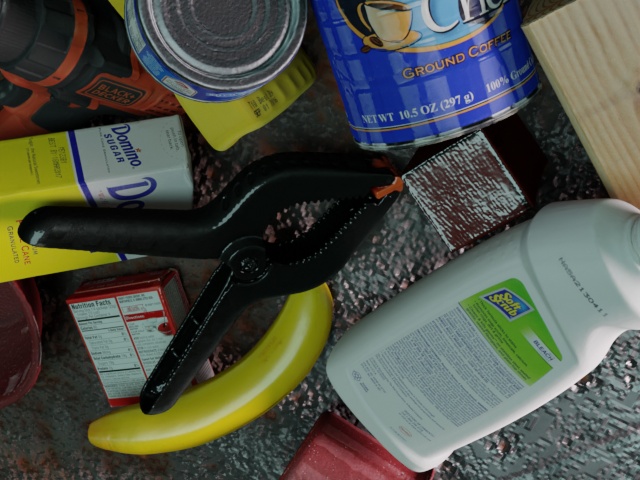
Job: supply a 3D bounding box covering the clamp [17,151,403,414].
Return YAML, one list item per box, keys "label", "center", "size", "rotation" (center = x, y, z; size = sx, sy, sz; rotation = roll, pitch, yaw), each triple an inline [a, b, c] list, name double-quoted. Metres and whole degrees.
- label: "clamp"
  center: [-0.054, 0.001, 0.611]
  size: [0.210, 0.036, 0.164]
  rotation: [-32, 130, 2]

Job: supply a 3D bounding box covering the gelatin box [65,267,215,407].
- label: "gelatin box"
  center: [-0.120, 0.066, 0.718]
  size: [0.073, 0.030, 0.089]
  rotation: [-9, 112, 22]

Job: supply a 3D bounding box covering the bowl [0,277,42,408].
- label: "bowl"
  center: [-0.248, 0.037, 0.723]
  size: [0.162, 0.055, 0.162]
  rotation: [10, 123, 15]

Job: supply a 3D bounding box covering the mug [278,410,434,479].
- label: "mug"
  center: [0.013, 0.169, 0.700]
  size: [0.081, 0.093, 0.117]
  rotation: [33, 155, 6]

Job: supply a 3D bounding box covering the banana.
- label: "banana"
  center: [-0.059, 0.085, 0.684]
  size: [0.198, 0.037, 0.069]
  rotation: [-41, 83, 7]

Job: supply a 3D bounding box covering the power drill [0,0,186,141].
- label: "power drill"
  center: [-0.184, -0.077, 0.603]
  size: [0.188, 0.184, 0.057]
  rotation: [-26, 65, 32]

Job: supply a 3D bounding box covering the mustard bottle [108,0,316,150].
- label: "mustard bottle"
  center: [-0.082, -0.146, 0.571]
  size: [0.058, 0.096, 0.191]
  rotation: [-28, 103, 33]

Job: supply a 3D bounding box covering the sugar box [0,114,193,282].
- label: "sugar box"
  center: [-0.163, -0.018, 0.616]
  size: [0.176, 0.048, 0.093]
  rotation: [-9, 151, -12]

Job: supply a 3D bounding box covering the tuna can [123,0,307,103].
- label: "tuna can"
  center: [-0.050, -0.111, 0.517]
  size: [0.086, 0.034, 0.086]
  rotation: [0, 88, -18]

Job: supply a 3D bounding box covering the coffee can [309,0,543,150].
- label: "coffee can"
  center: [0.044, -0.129, 0.537]
  size: [0.103, 0.102, 0.140]
  rotation: [-12, 110, 21]

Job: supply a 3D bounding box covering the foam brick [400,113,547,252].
- label: "foam brick"
  center: [0.085, -0.039, 0.580]
  size: [0.051, 0.078, 0.053]
  rotation: [-31, 100, 27]

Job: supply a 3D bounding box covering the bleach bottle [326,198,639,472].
- label: "bleach bottle"
  center: [0.105, 0.049, 0.567]
  size: [0.102, 0.068, 0.251]
  rotation: [47, 142, -5]
